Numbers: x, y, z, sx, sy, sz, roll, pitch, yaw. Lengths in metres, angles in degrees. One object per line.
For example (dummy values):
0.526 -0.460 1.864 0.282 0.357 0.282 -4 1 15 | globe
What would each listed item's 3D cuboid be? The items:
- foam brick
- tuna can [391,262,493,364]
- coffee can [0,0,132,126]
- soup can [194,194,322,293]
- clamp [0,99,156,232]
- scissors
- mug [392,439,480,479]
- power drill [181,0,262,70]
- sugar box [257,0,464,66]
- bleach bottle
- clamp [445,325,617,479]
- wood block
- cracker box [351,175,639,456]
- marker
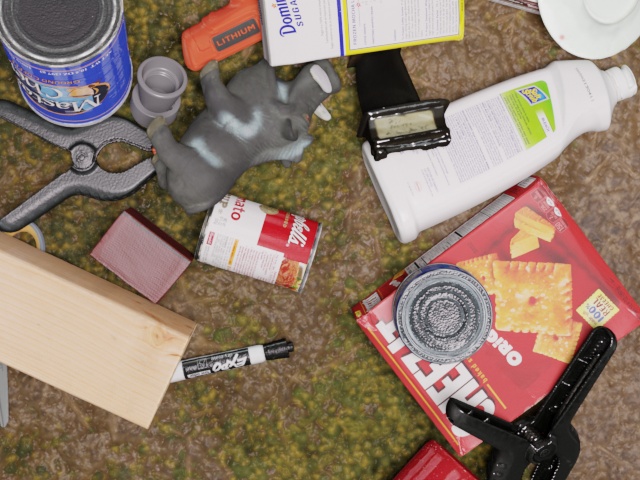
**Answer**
-0.161 0.013 0.977 0.078 0.053 0.051 37 93 -4 | foam brick
0.106 0.064 0.927 0.086 0.034 0.086 0 95 0 | tuna can
-0.214 -0.167 0.901 0.102 0.140 0.103 2 76 -6 | coffee can
-0.056 0.001 0.971 0.102 0.068 0.068 17 95 -3 | soup can
-0.223 -0.082 0.973 0.171 0.039 0.120 -14 96 -8 | clamp
-0.286 0.067 0.996 0.096 0.016 0.202 -18 96 0 | scissors
0.115 0.248 0.991 0.117 0.093 0.081 42 88 -12 | mug
-0.122 -0.246 0.922 0.184 0.057 0.187 -24 117 3 | power drill
0.034 -0.209 0.917 0.176 0.048 0.093 -8 114 -8 | sugar box
0.169 -0.091 0.968 0.251 0.068 0.102 -22 82 -1 | bleach bottle
0.181 0.178 0.953 0.164 0.036 0.210 -17 132 -17 | clamp
-0.223 0.075 0.943 0.206 0.090 0.091 25 93 -3 | wood block
0.162 0.068 0.981 0.214 0.072 0.164 -37 95 3 | cracker box
-0.084 0.112 1.005 0.121 0.020 0.020 -12 96 -1 | marker
